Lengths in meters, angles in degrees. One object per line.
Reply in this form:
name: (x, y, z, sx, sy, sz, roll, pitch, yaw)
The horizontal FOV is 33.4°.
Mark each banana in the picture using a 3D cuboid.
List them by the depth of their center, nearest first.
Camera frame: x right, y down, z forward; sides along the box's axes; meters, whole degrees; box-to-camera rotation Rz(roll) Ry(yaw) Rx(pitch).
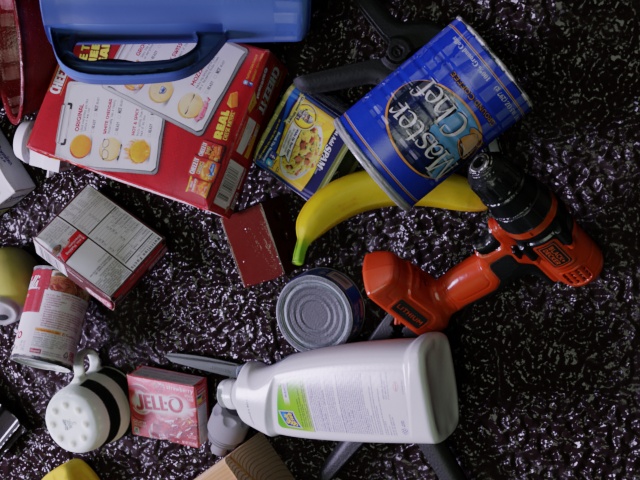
banana: (0.059, -0.035, 0.992, 0.197, 0.037, 0.069, -17, 87, -6)

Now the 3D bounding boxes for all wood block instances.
wood block: (-0.127, 0.305, 1.139, 0.206, 0.090, 0.091, -38, 83, 24)

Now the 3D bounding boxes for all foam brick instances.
foam brick: (-0.057, 0.001, 1.071, 0.051, 0.052, 0.078, -18, 93, 24)

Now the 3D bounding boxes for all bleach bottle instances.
bleach bottle: (0.005, 0.142, 1.034, 0.251, 0.068, 0.102, -4, 100, 33)

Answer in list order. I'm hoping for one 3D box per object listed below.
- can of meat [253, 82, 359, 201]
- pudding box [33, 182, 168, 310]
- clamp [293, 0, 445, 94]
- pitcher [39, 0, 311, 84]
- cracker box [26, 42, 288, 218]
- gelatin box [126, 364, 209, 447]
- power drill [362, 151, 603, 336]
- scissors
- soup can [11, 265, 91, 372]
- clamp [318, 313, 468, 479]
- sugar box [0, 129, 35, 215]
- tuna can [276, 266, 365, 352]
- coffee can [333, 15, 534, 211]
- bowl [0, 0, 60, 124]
can of meat: (-0.006, -0.094, 1.030, 0.084, 0.057, 0.102, 36, 112, 14)
pudding box: (-0.232, 0.005, 1.127, 0.113, 0.039, 0.090, 36, 67, 11)
clamp: (0.062, -0.163, 0.983, 0.171, 0.039, 0.120, 29, 97, 9)
pitcher: (-0.130, -0.230, 0.971, 0.243, 0.145, 0.149, 2, 118, -2)
cracker box: (-0.160, -0.131, 1.057, 0.214, 0.072, 0.164, 19, 86, 19)
gelatin box: (-0.165, 0.179, 1.156, 0.089, 0.030, 0.073, 7, 110, 24)
power drill: (0.132, 0.010, 0.946, 0.188, 0.057, 0.184, -27, 132, 30)
scissors: (-0.068, 0.158, 1.126, 0.202, 0.016, 0.096, -7, 97, 24)
soup can: (-0.288, 0.085, 1.153, 0.069, 0.068, 0.102, 4, 73, 22)
clamp: (0.087, 0.167, 1.051, 0.165, 0.036, 0.210, 13, 104, 21)
sugar box: (-0.415, -0.050, 1.214, 0.176, 0.048, 0.093, -35, 86, 25)
tuna can: (-0.001, 0.072, 1.071, 0.086, 0.033, 0.086, 4, 102, 22)
coffee can: (0.096, -0.107, 0.915, 0.140, 0.102, 0.103, -39, 84, 10)
bowl: (-0.299, -0.203, 1.105, 0.162, 0.055, 0.162, -8, 90, 65)
